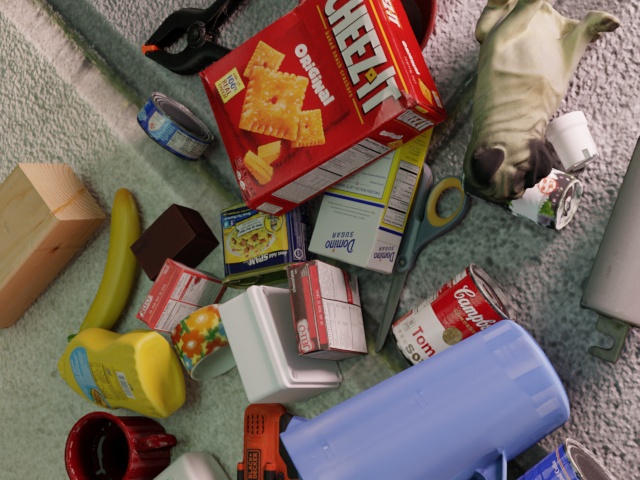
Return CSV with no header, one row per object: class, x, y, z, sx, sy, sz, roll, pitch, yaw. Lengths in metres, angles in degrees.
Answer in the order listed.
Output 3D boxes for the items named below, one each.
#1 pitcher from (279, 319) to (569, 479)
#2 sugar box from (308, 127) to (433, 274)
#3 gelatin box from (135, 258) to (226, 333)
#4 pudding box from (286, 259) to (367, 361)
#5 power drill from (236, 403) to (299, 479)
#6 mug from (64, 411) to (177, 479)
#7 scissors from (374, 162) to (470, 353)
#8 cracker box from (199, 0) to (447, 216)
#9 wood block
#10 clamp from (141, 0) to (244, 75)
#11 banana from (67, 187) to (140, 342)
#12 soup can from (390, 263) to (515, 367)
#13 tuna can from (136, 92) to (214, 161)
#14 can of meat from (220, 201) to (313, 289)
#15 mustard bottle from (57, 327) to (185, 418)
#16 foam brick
pitcher,0.100,0.181,0.949,0.242,0.145,0.149,-30,94,-4
sugar box,0.053,-0.061,1.090,0.093,0.048,0.176,17,93,48
gelatin box,-0.151,0.064,1.162,0.030,0.089,0.073,31,94,32
pudding box,0.007,0.072,1.066,0.039,0.113,0.090,-12,77,22
power drill,0.001,0.253,1.073,0.188,0.057,0.184,-6,80,27
mug,-0.211,0.231,1.174,0.117,0.081,0.093,-22,73,23
scissors,0.103,0.015,1.078,0.096,0.016,0.202,-1,81,33
cracker box,-0.003,-0.146,1.062,0.214,0.072,0.164,-29,69,26
wood block,-0.363,0.011,1.267,0.206,0.090,0.090,-45,74,21
clamp,-0.129,-0.226,1.227,0.172,0.039,0.120,-19,69,30
banana,-0.246,0.038,1.248,0.070,0.037,0.198,22,93,28
soup can,0.127,0.079,1.027,0.102,0.068,0.068,-39,67,17
tuna can,-0.164,-0.127,1.203,0.086,0.086,0.034,46,106,25
can of meat,-0.058,0.001,1.144,0.102,0.057,0.084,-13,75,26
mustard bottle,-0.236,0.145,1.197,0.192,0.058,0.096,-2,116,44
foam brick,-0.164,0.005,1.202,0.078,0.051,0.053,-43,65,15
